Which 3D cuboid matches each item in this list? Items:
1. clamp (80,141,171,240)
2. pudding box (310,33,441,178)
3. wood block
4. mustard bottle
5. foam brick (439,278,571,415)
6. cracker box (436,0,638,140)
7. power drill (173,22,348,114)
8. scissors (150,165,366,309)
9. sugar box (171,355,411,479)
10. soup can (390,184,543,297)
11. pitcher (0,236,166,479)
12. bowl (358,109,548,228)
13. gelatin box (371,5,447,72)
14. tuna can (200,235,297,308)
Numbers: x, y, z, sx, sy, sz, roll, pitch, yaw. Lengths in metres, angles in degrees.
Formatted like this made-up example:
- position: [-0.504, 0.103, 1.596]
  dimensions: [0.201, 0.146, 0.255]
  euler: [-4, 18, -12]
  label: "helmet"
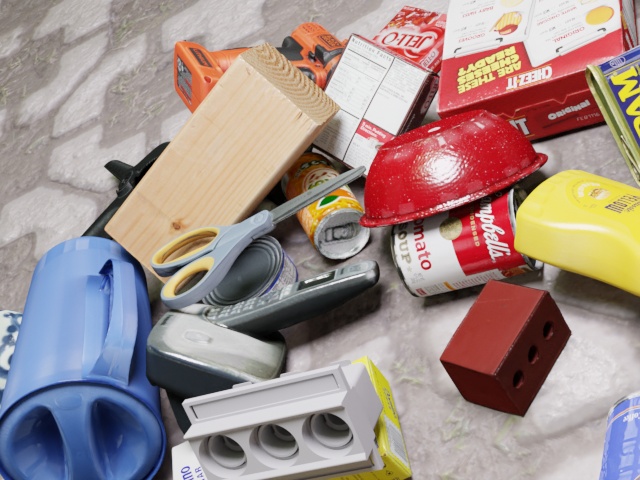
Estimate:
- position: [-0.192, -0.057, 1.120]
  dimensions: [0.210, 0.036, 0.164]
  euler: [-29, 35, 37]
  label: "clamp"
- position: [0.046, -0.120, 0.973]
  dimensions: [0.090, 0.039, 0.113]
  euler: [33, 102, 26]
  label: "pudding box"
- position: [-0.087, -0.065, 0.948]
  dimensions: [0.206, 0.091, 0.090]
  euler: [-48, 1, 22]
  label: "wood block"
- position: [0.236, 0.006, 0.730]
  dimensions: [0.192, 0.058, 0.096]
  euler: [23, 35, 39]
  label: "mustard bottle"
- position: [0.131, 0.075, 0.759]
  dimensions: [0.051, 0.053, 0.078]
  euler: [14, 60, 44]
  label: "foam brick"
- position: [0.197, -0.185, 0.961]
  dimensions: [0.164, 0.072, 0.213]
  euler: [-15, 44, 26]
  label: "cracker box"
- position: [-0.041, -0.159, 1.063]
  dimensions: [0.187, 0.057, 0.185]
  euler: [-9, 34, -23]
  label: "power drill"
- position: [-0.056, 0.001, 0.869]
  dimensions: [0.202, 0.016, 0.096]
  euler: [-19, 38, 22]
  label: "scissors"
- position: [-0.026, 0.165, 0.794]
  dimensions: [0.176, 0.048, 0.093]
  euler: [-28, 39, 15]
  label: "sugar box"
- position: [0.115, 0.002, 0.835]
  dimensions: [0.102, 0.068, 0.068]
  euler: [-16, 43, 25]
  label: "soup can"
- position: [-0.198, 0.092, 0.916]
  dimensions: [0.149, 0.145, 0.243]
  euler: [-23, 33, 5]
  label: "pitcher"
- position: [0.098, -0.065, 0.864]
  dimensions: [0.162, 0.055, 0.162]
  euler: [-20, 10, 3]
  label: "bowl"
- position: [0.096, -0.200, 1.084]
  dimensions: [0.073, 0.030, 0.089]
  euler: [-47, 39, -13]
  label: "gelatin box"
- position: [-0.064, 0.038, 0.960]
  dimensions: [0.086, 0.033, 0.086]
  euler: [-21, 41, 19]
  label: "tuna can"
